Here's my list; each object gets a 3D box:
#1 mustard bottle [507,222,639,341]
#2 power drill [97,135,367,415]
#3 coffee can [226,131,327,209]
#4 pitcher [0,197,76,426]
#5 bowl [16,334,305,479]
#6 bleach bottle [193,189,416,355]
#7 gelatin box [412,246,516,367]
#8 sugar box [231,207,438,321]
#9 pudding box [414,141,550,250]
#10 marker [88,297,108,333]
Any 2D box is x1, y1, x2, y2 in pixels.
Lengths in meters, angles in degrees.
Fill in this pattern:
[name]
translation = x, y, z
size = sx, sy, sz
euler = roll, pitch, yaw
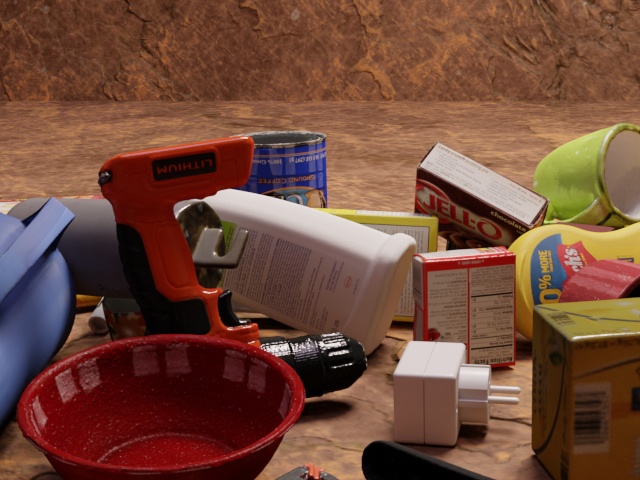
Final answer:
[mustard bottle]
translation = 0.201, 0.035, 0.842
size = 0.191, 0.096, 0.058
euler = -3, -8, -2
[power drill]
translation = -0.068, 0.027, 0.717
size = 0.184, 0.187, 0.057
euler = -9, -2, -16
[coffee can]
translation = -0.043, -0.035, 1.085
size = 0.103, 0.140, 0.103
euler = -2, 13, 0
[pitcher]
translation = -0.239, 0.065, 0.683
size = 0.145, 0.149, 0.243
euler = -2, 16, -1
[bowl]
translation = -0.089, 0.112, 0.614
size = 0.162, 0.055, 0.162
euler = 0, 21, 0
[bleach bottle]
translation = -0.056, 0.001, 0.865
size = 0.251, 0.103, 0.068
euler = 23, 20, 16
[gelatin box]
translation = 0.107, 0.052, 0.795
size = 0.073, 0.089, 0.030
euler = -5, 13, -13
[sugar box]
translation = 0.011, 0.019, 0.920
size = 0.176, 0.093, 0.048
euler = 4, 7, 8
[pudding box]
translation = 0.135, -0.025, 0.918
size = 0.114, 0.090, 0.039
euler = 28, 66, 18
[marker]
translation = -0.179, 0.041, 0.962
size = 0.020, 0.020, 0.121
euler = 1, 32, 12
